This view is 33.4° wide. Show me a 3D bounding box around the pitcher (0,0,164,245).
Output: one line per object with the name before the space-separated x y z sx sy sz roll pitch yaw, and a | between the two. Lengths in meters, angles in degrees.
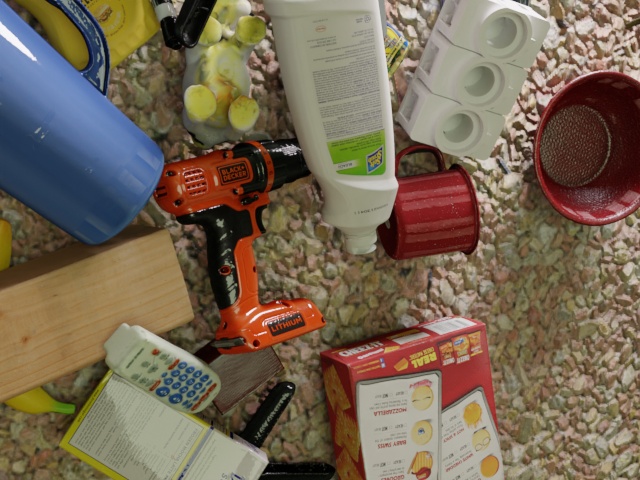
pitcher | -0.243 -0.113 0.878 0.149 0.145 0.242 -29 124 34

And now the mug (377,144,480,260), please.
mug | 0.102 -0.037 1.060 0.081 0.093 0.117 -9 93 -13

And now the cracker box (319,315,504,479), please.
cracker box | 0.097 0.199 1.096 0.164 0.072 0.214 -14 103 -24

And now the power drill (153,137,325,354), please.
power drill | -0.057 0.001 0.992 0.184 0.057 0.187 -17 92 -38

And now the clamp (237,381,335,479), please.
clamp | -0.076 0.215 1.063 0.171 0.039 0.120 -20 103 -15

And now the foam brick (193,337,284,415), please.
foam brick | -0.084 0.120 1.039 0.078 0.053 0.051 -36 108 -9

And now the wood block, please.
wood block | -0.228 0.062 0.933 0.205 0.091 0.090 -23 107 -30

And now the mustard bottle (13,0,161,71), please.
mustard bottle | -0.230 -0.237 0.928 0.096 0.058 0.191 -44 109 -18

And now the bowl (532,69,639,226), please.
bowl | 0.283 -0.098 1.127 0.162 0.055 0.162 -3 99 -18

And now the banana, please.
banana | -0.288 0.080 0.974 0.069 0.037 0.198 -24 107 -30

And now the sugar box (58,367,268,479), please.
sugar box | -0.147 0.198 1.012 0.176 0.048 0.093 34 88 -7

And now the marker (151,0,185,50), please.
marker | -0.144 -0.222 0.949 0.020 0.020 0.121 -14 70 -16

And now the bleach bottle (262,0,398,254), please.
bleach bottle | 0.016 -0.106 0.977 0.102 0.068 0.251 -13 112 -13
